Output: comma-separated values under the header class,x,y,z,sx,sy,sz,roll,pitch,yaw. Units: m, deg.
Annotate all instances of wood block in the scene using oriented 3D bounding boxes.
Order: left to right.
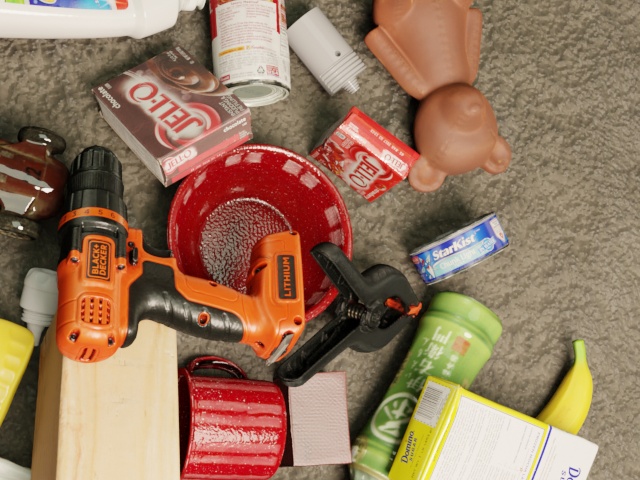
class,x,y,z,sx,sy,sz,roll,pitch,yaw
wood block,-0.159,0.147,0.787,0.090,0.091,0.206,11,47,-22

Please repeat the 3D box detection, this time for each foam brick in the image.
class,x,y,z,sx,sy,sz,roll,pitch,yaw
foam brick,-0.008,0.152,0.903,0.053,0.051,0.078,0,79,-17

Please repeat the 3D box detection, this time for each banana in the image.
class,x,y,z,sx,sy,sz,roll,pitch,yaw
banana,0.185,0.176,0.967,0.197,0.037,0.069,-39,90,-20

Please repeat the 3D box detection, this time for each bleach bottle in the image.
class,x,y,z,sx,sy,sz,roll,pitch,yaw
bleach bottle,-0.220,-0.221,0.899,0.250,0.068,0.102,-4,80,-25

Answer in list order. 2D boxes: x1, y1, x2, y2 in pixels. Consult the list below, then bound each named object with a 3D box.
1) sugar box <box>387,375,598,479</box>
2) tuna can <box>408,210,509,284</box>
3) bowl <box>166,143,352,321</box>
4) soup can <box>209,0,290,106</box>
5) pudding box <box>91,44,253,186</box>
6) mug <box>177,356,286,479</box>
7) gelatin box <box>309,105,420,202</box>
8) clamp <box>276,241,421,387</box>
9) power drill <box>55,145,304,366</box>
class,x,y,z,sx,sy,sz,roll,pitch,yaw
sugar box,0.147,0.184,0.890,0.176,0.048,0.093,27,84,-34
tuna can,0.124,0.007,0.955,0.086,0.086,0.034,-26,90,-20
bowl,-0.056,0.001,0.915,0.162,0.055,0.162,3,78,-17
soup can,-0.063,-0.176,0.942,0.068,0.069,0.102,-1,80,-18
pudding box,-0.124,-0.107,0.897,0.090,0.039,0.114,-32,53,-21
mug,-0.080,0.144,0.871,0.081,0.093,0.117,7,41,-21
gelatin box,0.037,-0.074,0.941,0.073,0.089,0.030,37,71,-8
clamp,0.026,0.068,0.896,0.171,0.039,0.120,15,103,-54
power drill,-0.109,0.017,0.820,0.187,0.057,0.184,9,55,-20
